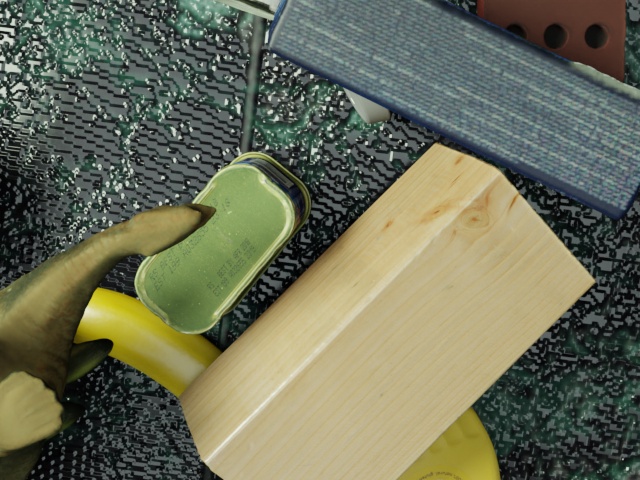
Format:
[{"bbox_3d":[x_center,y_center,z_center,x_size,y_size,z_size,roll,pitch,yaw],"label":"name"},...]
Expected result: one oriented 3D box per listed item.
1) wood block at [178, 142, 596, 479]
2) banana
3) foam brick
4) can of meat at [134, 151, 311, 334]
[{"bbox_3d":[0.031,0.055,0.579,0.206,0.090,0.090,-45,111,-1],"label":"wood block"},{"bbox_3d":[-0.098,0.078,0.638,0.198,0.037,0.070,41,97,-2],"label":"banana"},{"bbox_3d":[0.127,-0.112,0.596,0.078,0.051,0.053,0,97,3],"label":"foam brick"},{"bbox_3d":[-0.054,0.001,0.603,0.057,0.084,0.102,39,97,-1],"label":"can of meat"}]
